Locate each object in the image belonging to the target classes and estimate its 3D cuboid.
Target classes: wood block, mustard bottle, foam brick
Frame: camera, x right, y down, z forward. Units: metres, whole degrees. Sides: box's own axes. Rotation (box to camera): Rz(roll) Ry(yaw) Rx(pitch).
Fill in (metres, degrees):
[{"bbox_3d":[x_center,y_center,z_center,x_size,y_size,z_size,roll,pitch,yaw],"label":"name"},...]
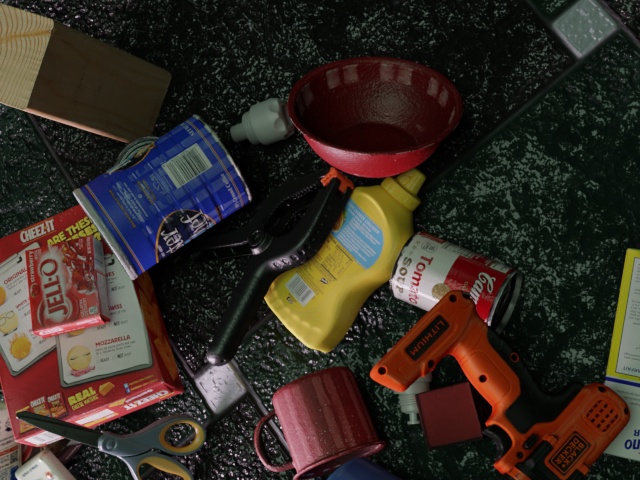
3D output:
[{"bbox_3d":[-0.250,-0.162,1.073,0.091,0.205,0.090,20,93,24],"label":"wood block"},{"bbox_3d":[0.032,0.007,1.015,0.192,0.058,0.096,-50,53,11],"label":"mustard bottle"},{"bbox_3d":[0.124,0.156,0.954,0.051,0.078,0.053,-17,79,18],"label":"foam brick"}]

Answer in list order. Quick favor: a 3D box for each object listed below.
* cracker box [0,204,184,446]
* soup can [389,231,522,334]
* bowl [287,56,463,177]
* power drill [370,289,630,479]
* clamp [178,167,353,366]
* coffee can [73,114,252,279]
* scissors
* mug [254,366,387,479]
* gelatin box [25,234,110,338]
[{"bbox_3d":[-0.251,0.084,1.099,0.164,0.072,0.214,-23,69,5],"label":"cracker box"},{"bbox_3d":[0.123,0.040,0.970,0.102,0.068,0.068,23,94,24],"label":"soup can"},{"bbox_3d":[0.050,-0.107,0.994,0.162,0.161,0.055,21,135,23],"label":"bowl"},{"bbox_3d":[0.132,0.148,0.880,0.188,0.057,0.184,43,81,7],"label":"power drill"},{"bbox_3d":[-0.057,0.001,1.036,0.210,0.036,0.165,-46,41,12],"label":"clamp"},{"bbox_3d":[-0.152,-0.042,1.035,0.140,0.103,0.103,-34,71,-10],"label":"coffee can"},{"bbox_3d":[-0.191,0.185,1.046,0.096,0.201,0.016,-54,29,-12],"label":"scissors"},{"bbox_3d":[-0.006,0.174,0.998,0.117,0.093,0.081,-23,71,3],"label":"mug"},{"bbox_3d":[-0.250,0.046,1.054,0.073,0.030,0.089,-13,69,9],"label":"gelatin box"}]
